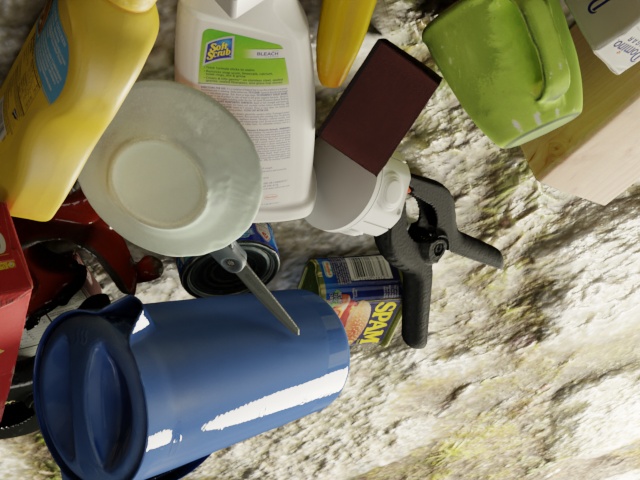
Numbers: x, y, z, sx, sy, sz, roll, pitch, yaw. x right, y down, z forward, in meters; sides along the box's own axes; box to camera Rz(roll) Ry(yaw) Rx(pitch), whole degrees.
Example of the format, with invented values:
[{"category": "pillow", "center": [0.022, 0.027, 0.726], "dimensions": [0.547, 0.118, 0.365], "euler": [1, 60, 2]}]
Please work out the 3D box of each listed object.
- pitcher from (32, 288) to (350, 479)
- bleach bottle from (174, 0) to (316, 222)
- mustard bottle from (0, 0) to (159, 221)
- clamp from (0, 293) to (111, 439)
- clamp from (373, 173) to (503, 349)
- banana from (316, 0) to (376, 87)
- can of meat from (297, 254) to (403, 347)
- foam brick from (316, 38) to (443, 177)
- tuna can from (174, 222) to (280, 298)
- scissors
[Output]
[{"category": "pitcher", "center": [-0.094, 0.113, 0.840], "dimensions": [0.149, 0.145, 0.242], "euler": [-23, 169, 41]}, {"category": "bleach bottle", "center": [-0.043, -0.114, 0.690], "dimensions": [0.102, 0.068, 0.251], "euler": [-3, 142, -9]}, {"category": "mustard bottle", "center": [-0.144, -0.104, 0.629], "dimensions": [0.058, 0.096, 0.192], "euler": [13, 136, -32]}, {"category": "clamp", "center": [-0.231, 0.116, 0.886], "dimensions": [0.210, 0.036, 0.164], "euler": [-19, 145, -1]}, {"category": "clamp", "center": [0.098, 0.000, 0.908], "dimensions": [0.120, 0.039, 0.171], "euler": [-40, 130, -26]}, {"category": "banana", "center": [0.033, -0.176, 0.632], "dimensions": [0.037, 0.069, 0.198], "euler": [12, 144, -15]}, {"category": "can of meat", "center": [0.025, 0.056, 0.970], "dimensions": [0.083, 0.057, 0.102], "euler": [-3, 144, -17]}, {"category": "foam brick", "center": [0.042, -0.093, 0.733], "dimensions": [0.051, 0.053, 0.078], "euler": [34, 106, 1]}, {"category": "tuna can", "center": [-0.077, 0.014, 0.883], "dimensions": [0.086, 0.034, 0.086], "euler": [-12, 146, -8]}, {"category": "scissors", "center": [-0.055, 0.001, 0.757], "dimensions": [0.096, 0.016, 0.201], "euler": [-28, 126, 37]}]
